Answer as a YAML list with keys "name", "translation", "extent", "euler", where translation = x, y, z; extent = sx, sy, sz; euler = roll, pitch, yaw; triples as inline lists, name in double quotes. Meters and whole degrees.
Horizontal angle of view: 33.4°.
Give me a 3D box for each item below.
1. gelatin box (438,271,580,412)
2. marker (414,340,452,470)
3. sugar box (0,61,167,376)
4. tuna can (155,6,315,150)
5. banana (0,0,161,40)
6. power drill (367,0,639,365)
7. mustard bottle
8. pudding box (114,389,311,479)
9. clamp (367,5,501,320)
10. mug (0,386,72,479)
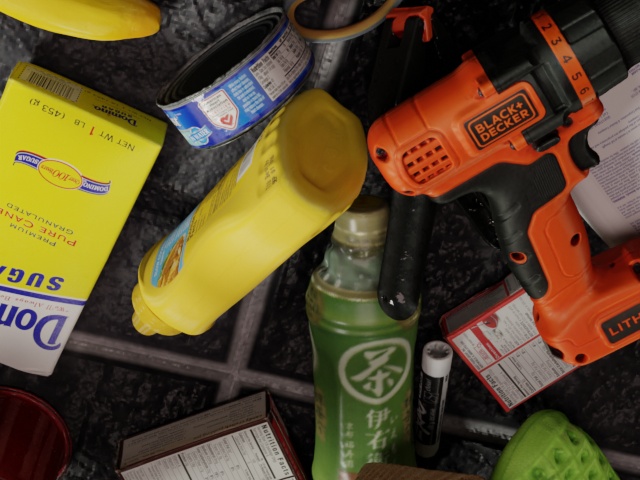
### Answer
- name: "gelatin box"
  translation: [0.133, 0.058, 0.688]
  extent: [0.089, 0.030, 0.073]
  euler: [-35, 112, 15]
- name: "marker"
  translation: [0.072, 0.116, 0.706]
  extent: [0.020, 0.020, 0.121]
  euler: [-1, 128, -3]
- name: "sugar box"
  translation: [-0.169, -0.008, 0.635]
  extent: [0.093, 0.048, 0.176]
  euler: [24, 110, -13]
- name: "tuna can"
  translation: [-0.046, -0.088, 0.582]
  extent: [0.086, 0.086, 0.033]
  euler: [-33, 114, 12]
- name: "banana"
  translation: [-0.176, -0.164, 0.567]
  extent: [0.070, 0.037, 0.197]
  euler: [-41, 110, 16]
- name: "power drill"
  translation: [0.143, -0.035, 0.561]
  extent: [0.184, 0.057, 0.187]
  euler: [-29, 117, 14]
- name: "mustard bottle"
  translation: [-0.054, 0.001, 0.611]
  extent: [0.058, 0.096, 0.192]
  euler: [35, 129, -17]
- name: "pudding box"
  translation: [-0.069, 0.161, 0.723]
  extent: [0.113, 0.039, 0.090]
  euler: [-20, 114, 5]
- name: "clamp"
  translation: [0.058, -0.042, 0.605]
  extent: [0.039, 0.120, 0.171]
  euler: [0, 120, 41]
- name: "mug"
  translation: [-0.215, 0.144, 0.683]
  extent: [0.093, 0.081, 0.117]
  euler: [-7, 115, 0]
